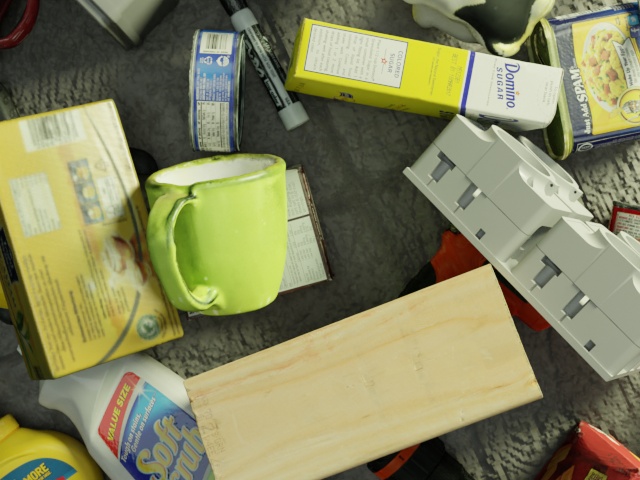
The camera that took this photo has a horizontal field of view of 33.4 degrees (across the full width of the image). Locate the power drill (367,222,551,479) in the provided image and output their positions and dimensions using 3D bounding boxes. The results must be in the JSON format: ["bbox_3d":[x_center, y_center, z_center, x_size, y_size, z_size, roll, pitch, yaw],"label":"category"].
[{"bbox_3d":[0.093,0.092,0.771,0.184,0.057,0.187,42,93,-1],"label":"power drill"}]

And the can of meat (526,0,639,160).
[{"bbox_3d":[0.199,-0.115,0.759,0.084,0.057,0.102,-12,93,-1],"label":"can of meat"}]

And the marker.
[{"bbox_3d":[-0.044,-0.138,0.780,0.020,0.020,0.121,-28,92,2],"label":"marker"}]

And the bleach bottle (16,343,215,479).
[{"bbox_3d":[-0.118,0.151,0.775,0.251,0.068,0.102,38,87,1],"label":"bleach bottle"}]

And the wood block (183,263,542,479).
[{"bbox_3d":[0.029,0.097,0.696,0.206,0.090,0.090,-21,79,5],"label":"wood block"}]

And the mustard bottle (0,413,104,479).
[{"bbox_3d":[-0.198,0.198,0.781,0.096,0.058,0.191,-37,92,1],"label":"mustard bottle"}]

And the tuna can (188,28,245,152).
[{"bbox_3d":[-0.072,-0.104,0.749,0.033,0.086,0.086,3,93,-1],"label":"tuna can"}]

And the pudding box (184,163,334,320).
[{"bbox_3d":[-0.055,0.001,0.778,0.113,0.039,0.090,-15,93,3],"label":"pudding box"}]

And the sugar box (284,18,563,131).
[{"bbox_3d":[0.067,-0.110,0.734,0.176,0.093,0.048,12,92,-5],"label":"sugar box"}]
